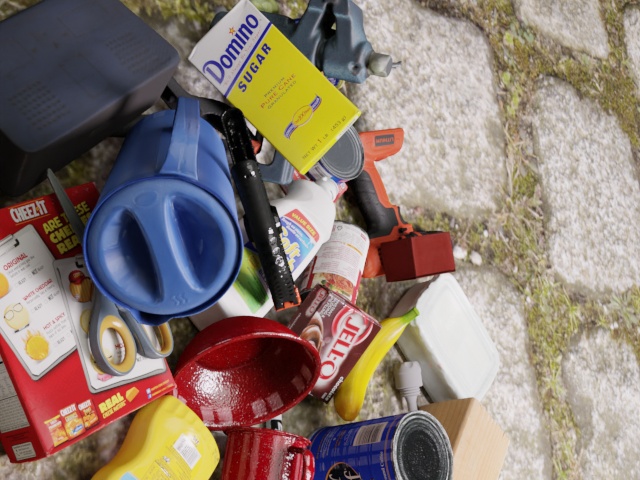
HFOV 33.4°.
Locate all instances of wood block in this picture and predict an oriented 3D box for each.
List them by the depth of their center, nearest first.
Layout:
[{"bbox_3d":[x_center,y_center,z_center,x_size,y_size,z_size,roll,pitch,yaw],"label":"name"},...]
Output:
[{"bbox_3d":[0.146,0.300,1.291,0.090,0.090,0.205,51,45,-23],"label":"wood block"}]

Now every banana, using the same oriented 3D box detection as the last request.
[{"bbox_3d":[0.053,0.148,1.263,0.037,0.070,0.197,41,46,-6],"label":"banana"}]

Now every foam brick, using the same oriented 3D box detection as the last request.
[{"bbox_3d":[0.120,0.021,1.318,0.078,0.053,0.051,-8,88,-44],"label":"foam brick"}]

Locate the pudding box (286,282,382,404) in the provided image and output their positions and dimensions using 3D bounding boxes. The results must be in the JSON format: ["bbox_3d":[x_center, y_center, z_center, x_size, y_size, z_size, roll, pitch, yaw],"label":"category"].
[{"bbox_3d":[0.002,0.116,1.200,0.090,0.039,0.113,34,95,-33],"label":"pudding box"}]

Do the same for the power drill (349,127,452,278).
[{"bbox_3d":[0.094,-0.050,1.387,0.184,0.057,0.187,-11,84,-48],"label":"power drill"}]

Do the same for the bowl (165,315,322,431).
[{"bbox_3d":[-0.083,0.126,1.084,0.161,0.162,0.055,22,34,-40],"label":"bowl"}]

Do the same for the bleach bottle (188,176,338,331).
[{"bbox_3d":[-0.058,0.001,1.186,0.102,0.068,0.250,57,47,-19],"label":"bleach bottle"}]

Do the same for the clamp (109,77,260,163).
[{"bbox_3d":[-0.151,-0.123,1.128,0.171,0.039,0.120,30,60,2],"label":"clamp"}]

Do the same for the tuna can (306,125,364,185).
[{"bbox_3d":[0.012,-0.109,1.291,0.086,0.034,0.086,20,60,-38],"label":"tuna can"}]

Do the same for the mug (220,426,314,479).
[{"bbox_3d":[-0.051,0.239,1.085,0.093,0.117,0.081,28,62,-43],"label":"mug"}]

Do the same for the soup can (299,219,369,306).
[{"bbox_3d":[0.016,0.035,1.266,0.068,0.069,0.102,38,51,-32],"label":"soup can"}]

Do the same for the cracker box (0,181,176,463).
[{"bbox_3d":[-0.244,0.072,0.971,0.163,0.072,0.214,-25,93,-50],"label":"cracker box"}]

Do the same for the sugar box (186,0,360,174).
[{"bbox_3d":[-0.050,-0.164,1.134,0.176,0.093,0.048,44,4,2],"label":"sugar box"}]

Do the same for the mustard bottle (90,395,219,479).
[{"bbox_3d":[-0.171,0.243,0.995,0.096,0.058,0.191,58,42,-26],"label":"mustard bottle"}]

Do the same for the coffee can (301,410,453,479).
[{"bbox_3d":[0.061,0.248,1.180,0.102,0.141,0.103,19,62,-42],"label":"coffee can"}]

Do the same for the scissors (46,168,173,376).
[{"bbox_3d":[-0.206,0.038,0.957,0.201,0.016,0.096,53,41,-18],"label":"scissors"}]

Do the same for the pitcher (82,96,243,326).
[{"bbox_3d":[-0.138,-0.048,0.990,0.145,0.149,0.243,54,10,-23],"label":"pitcher"}]

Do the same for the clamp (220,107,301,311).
[{"bbox_3d":[-0.058,-0.018,1.065,0.164,0.036,0.210,-107,-178,-70],"label":"clamp"}]
